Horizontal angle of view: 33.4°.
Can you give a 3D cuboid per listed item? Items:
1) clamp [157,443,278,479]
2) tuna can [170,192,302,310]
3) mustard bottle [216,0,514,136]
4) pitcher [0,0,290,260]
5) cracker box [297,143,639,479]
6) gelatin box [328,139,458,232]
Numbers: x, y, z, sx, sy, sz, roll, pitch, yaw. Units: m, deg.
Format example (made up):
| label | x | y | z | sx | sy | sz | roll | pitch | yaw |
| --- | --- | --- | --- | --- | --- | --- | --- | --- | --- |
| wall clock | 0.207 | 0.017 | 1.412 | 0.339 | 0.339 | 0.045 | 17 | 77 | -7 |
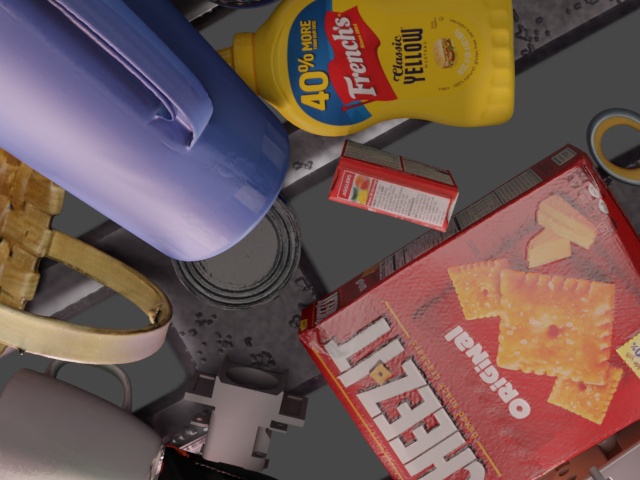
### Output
| label | x | y | z | sx | sy | sz | roll | pitch | yaw |
| --- | --- | --- | --- | --- | --- | --- | --- | --- | --- |
| clamp | -0.036 | 0.177 | 0.670 | 0.210 | 0.164 | 0.036 | 16 | 92 | 33 |
| tuna can | -0.055 | 0.001 | 0.704 | 0.086 | 0.033 | 0.086 | 0 | 100 | 3 |
| mustard bottle | 0.022 | -0.115 | 0.668 | 0.191 | 0.058 | 0.096 | -4 | 105 | 4 |
| pitcher | -0.121 | -0.089 | 0.572 | 0.145 | 0.149 | 0.242 | -31 | 132 | 22 |
| cracker box | 0.117 | 0.064 | 0.688 | 0.214 | 0.072 | 0.164 | -32 | 97 | 8 |
| gelatin box | 0.045 | -0.035 | 0.665 | 0.073 | 0.089 | 0.030 | 16 | 102 | 0 |
